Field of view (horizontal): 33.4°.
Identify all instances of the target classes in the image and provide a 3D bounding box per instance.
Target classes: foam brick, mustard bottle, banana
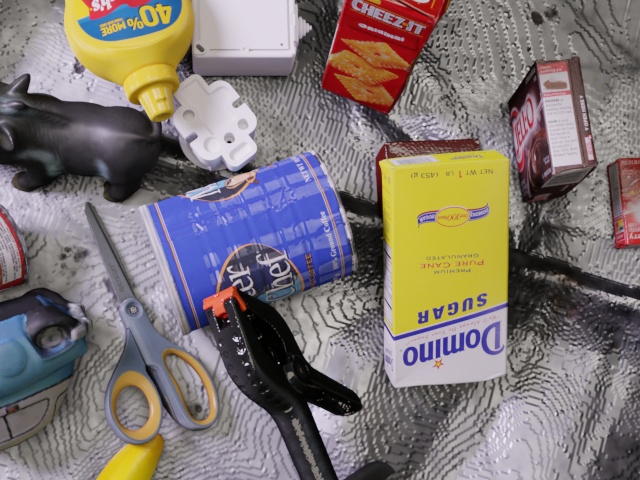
[{"bbox_3d":[0.086,-0.050,0.858,0.078,0.051,0.053,-4,81,-6],"label":"foam brick"},{"bbox_3d":[-0.148,-0.178,0.806,0.096,0.058,0.192,-17,76,-15],"label":"mustard bottle"},{"bbox_3d":[-0.159,0.240,0.798,0.069,0.037,0.198,8,82,-34],"label":"banana"}]

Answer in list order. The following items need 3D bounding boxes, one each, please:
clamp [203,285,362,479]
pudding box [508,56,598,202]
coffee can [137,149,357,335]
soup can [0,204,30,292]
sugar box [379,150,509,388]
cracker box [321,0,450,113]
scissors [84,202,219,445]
[{"bbox_3d":[-0.026,0.110,0.765,0.039,0.120,0.171,-32,118,20],"label":"clamp"},{"bbox_3d":[0.181,-0.085,0.842,0.039,0.113,0.090,-7,81,-4],"label":"pudding box"},{"bbox_3d":[-0.055,0.001,0.810,0.140,0.103,0.103,-19,83,-8],"label":"coffee can"},{"bbox_3d":[-0.276,0.019,0.784,0.102,0.069,0.068,-25,83,-36],"label":"soup can"},{"bbox_3d":[0.095,0.023,0.818,0.093,0.048,0.176,-5,104,-6],"label":"sugar box"},{"bbox_3d":[0.068,-0.205,0.799,0.072,0.214,0.164,22,79,-2],"label":"cracker box"},{"bbox_3d":[-0.156,0.071,0.821,0.096,0.016,0.202,-35,85,-32],"label":"scissors"}]
